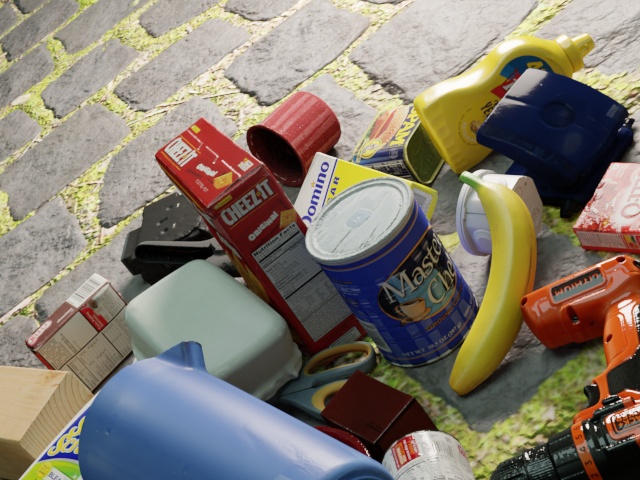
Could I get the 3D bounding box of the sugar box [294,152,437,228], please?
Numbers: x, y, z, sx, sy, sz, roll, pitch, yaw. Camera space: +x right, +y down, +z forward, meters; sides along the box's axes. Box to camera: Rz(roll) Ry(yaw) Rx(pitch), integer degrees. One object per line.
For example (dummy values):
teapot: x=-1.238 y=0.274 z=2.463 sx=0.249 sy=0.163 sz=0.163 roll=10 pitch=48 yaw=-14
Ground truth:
sugar box: x=0.039 y=-0.030 z=1.105 sx=0.176 sy=0.048 sz=0.093 roll=22 pitch=90 yaw=52

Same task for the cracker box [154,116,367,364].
cracker box: x=-0.057 y=0.001 z=1.022 sx=0.072 sy=0.213 sz=0.164 roll=-39 pitch=32 yaw=-7

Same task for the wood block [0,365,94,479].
wood block: x=-0.327 y=0.195 z=1.134 sx=0.207 sy=0.090 sz=0.090 roll=-2 pitch=44 yaw=40

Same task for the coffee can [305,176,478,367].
coffee can: x=0.065 y=0.029 z=0.943 sx=0.103 sy=0.140 sz=0.103 roll=-24 pitch=33 yaw=17

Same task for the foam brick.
foam brick: x=0.049 y=0.151 z=0.880 sx=0.053 sy=0.051 sz=0.078 roll=-47 pitch=33 yaw=-17

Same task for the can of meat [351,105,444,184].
can of meat: x=0.092 y=-0.106 z=1.177 sx=0.084 sy=0.057 sz=0.102 roll=-5 pitch=42 yaw=43

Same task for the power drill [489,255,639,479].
power drill: x=0.202 y=0.107 z=0.796 sx=0.185 sy=0.057 sz=0.187 roll=-24 pitch=35 yaw=17

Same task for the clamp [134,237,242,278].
clamp: x=-0.116 y=0.016 z=1.161 sx=0.171 sy=0.039 sz=0.120 roll=-18 pitch=39 yaw=-28

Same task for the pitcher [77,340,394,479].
pitcher: x=-0.063 y=0.186 z=0.775 sx=0.144 sy=0.149 sz=0.243 roll=-35 pitch=31 yaw=-32

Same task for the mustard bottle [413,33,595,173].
mustard bottle: x=0.198 y=-0.156 z=1.107 sx=0.191 sy=0.096 sz=0.058 roll=-32 pitch=31 yaw=4

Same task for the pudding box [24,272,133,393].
pudding box: x=-0.257 y=0.107 z=1.185 sx=0.113 sy=0.090 sz=0.039 roll=-45 pitch=35 yaw=-18

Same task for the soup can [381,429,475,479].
soup can: x=0.085 y=0.195 z=0.773 sx=0.068 sy=0.068 sz=0.102 roll=-29 pitch=32 yaw=9

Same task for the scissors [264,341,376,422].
scissors: x=-0.037 y=0.151 z=0.962 sx=0.201 sy=0.016 sz=0.096 roll=-24 pitch=38 yaw=-3

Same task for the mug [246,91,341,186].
mug: x=-0.032 y=-0.121 z=1.296 sx=0.081 sy=0.093 sz=0.117 roll=-47 pitch=-3 yaw=-27

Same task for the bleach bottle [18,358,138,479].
bleach bottle: x=-0.206 y=0.190 z=1.027 sx=0.103 sy=0.068 sz=0.250 roll=15 pitch=62 yaw=44

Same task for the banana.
banana: x=0.149 y=0.033 z=0.904 sx=0.070 sy=0.037 sz=0.198 roll=-8 pitch=68 yaw=38
